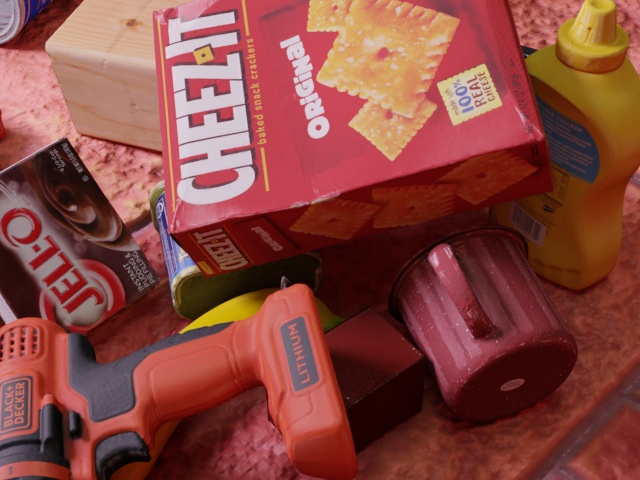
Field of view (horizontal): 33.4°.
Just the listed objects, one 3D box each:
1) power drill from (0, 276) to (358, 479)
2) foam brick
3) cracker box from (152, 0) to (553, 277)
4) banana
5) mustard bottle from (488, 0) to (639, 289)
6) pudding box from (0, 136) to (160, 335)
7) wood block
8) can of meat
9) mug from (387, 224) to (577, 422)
[{"bbox_3d":[-0.080,0.100,0.533,0.187,0.057,0.184,-12,48,-2],"label":"power drill"},{"bbox_3d":[0.015,0.085,0.613,0.078,0.053,0.051,-29,51,-26],"label":"foam brick"},{"bbox_3d":[0.013,-0.086,0.631,0.214,0.072,0.164,-14,62,10],"label":"cracker box"},{"bbox_3d":[-0.064,0.078,0.631,0.197,0.037,0.070,-32,52,-28],"label":"banana"},{"bbox_3d":[0.156,-0.064,0.663,0.058,0.192,0.096,-24,50,-22],"label":"mustard bottle"},{"bbox_3d":[-0.168,0.006,0.663,0.089,0.039,0.113,-36,95,-31],"label":"pudding box"},{"bbox_3d":[-0.080,-0.119,0.777,0.206,0.090,0.090,14,51,21],"label":"wood block"},{"bbox_3d":[-0.054,0.001,0.696,0.102,0.057,0.084,-11,48,-9],"label":"can of meat"},{"bbox_3d":[0.092,0.045,0.613,0.093,0.117,0.081,-28,52,5],"label":"mug"}]
